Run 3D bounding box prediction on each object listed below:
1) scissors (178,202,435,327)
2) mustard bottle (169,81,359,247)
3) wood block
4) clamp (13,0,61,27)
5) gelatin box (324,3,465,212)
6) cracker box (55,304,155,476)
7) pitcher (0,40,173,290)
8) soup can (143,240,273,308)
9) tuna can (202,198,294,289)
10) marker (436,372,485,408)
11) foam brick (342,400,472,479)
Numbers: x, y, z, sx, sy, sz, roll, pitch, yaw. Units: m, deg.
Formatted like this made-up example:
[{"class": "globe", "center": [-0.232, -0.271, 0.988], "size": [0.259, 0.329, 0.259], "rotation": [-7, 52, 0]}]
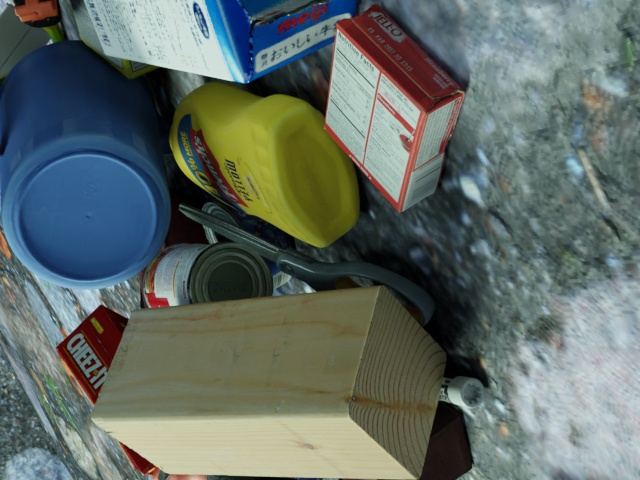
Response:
[{"class": "scissors", "center": [-0.007, 0.030, 0.729], "size": [0.202, 0.016, 0.096], "rotation": [17, 144, 34]}, {"class": "mustard bottle", "center": [-0.053, -0.060, 0.728], "size": [0.192, 0.058, 0.096], "rotation": [24, 146, 54]}, {"class": "wood block", "center": [-0.035, 0.096, 0.695], "size": [0.206, 0.090, 0.090], "rotation": [-7, 142, 35]}, {"class": "clamp", "center": [-0.224, -0.222, 0.831], "size": [0.164, 0.036, 0.210], "rotation": [85, 169, -50]}, {"class": "gelatin box", "center": [0.037, -0.070, 0.573], "size": [0.073, 0.030, 0.089], "rotation": [50, 154, 25]}, {"class": "cracker box", "center": [-0.152, 0.168, 1.073], "size": [0.164, 0.072, 0.213], "rotation": [48, -178, 26]}, {"class": "pitcher", "center": [-0.186, -0.059, 0.781], "size": [0.145, 0.149, 0.243], "rotation": [58, 180, -25]}, {"class": "soup can", "center": [-0.085, 0.034, 0.800], "size": [0.102, 0.068, 0.068], "rotation": [-4, 115, 63]}, {"class": "tuna can", "center": [-0.055, 0.001, 0.834], "size": [0.086, 0.033, 0.086], "rotation": [45, 153, 30]}, {"class": "marker", "center": [0.068, 0.095, 0.718], "size": [0.121, 0.020, 0.020], "rotation": [0, 118, 63]}, {"class": "foam brick", "center": [0.056, 0.147, 0.731], "size": [0.053, 0.078, 0.051], "rotation": [30, 144, 49]}]
